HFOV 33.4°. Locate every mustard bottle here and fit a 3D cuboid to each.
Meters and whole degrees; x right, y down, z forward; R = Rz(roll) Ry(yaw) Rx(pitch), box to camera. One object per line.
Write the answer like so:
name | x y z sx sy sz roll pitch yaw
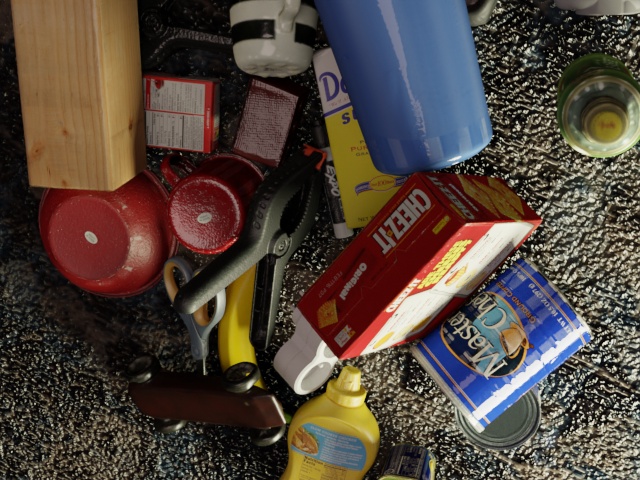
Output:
mustard bottle | 0.011 0.220 1.122 0.096 0.058 0.192 17 108 9

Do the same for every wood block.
wood block | -0.227 -0.160 1.018 0.090 0.090 0.206 4 110 13

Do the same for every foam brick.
foam brick | -0.049 -0.119 1.046 0.051 0.053 0.078 20 109 7

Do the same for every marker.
marker | 0.011 -0.062 1.065 0.020 0.020 0.121 -11 103 15

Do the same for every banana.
banana | -0.074 0.101 1.123 0.069 0.037 0.198 -7 105 -3

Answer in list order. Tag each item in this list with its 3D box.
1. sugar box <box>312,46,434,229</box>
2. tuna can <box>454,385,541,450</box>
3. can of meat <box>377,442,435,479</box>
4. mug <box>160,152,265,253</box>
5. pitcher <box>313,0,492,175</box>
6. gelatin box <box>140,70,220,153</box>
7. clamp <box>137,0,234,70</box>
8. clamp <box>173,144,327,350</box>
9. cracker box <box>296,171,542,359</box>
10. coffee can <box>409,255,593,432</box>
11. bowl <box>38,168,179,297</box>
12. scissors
sugar box | 0.055 -0.106 1.029 0.093 0.048 0.176 -9 104 16
tuna can | 0.180 0.167 1.081 0.086 0.033 0.086 3 106 12
can of meat | 0.087 0.272 1.105 0.057 0.084 0.102 7 106 11
mug | -0.112 -0.043 1.065 0.117 0.081 0.093 45 110 -2
pitcher | 0.060 -0.185 0.910 0.145 0.149 0.243 -12 107 20
gelatin box | -0.147 -0.130 1.077 0.089 0.030 0.073 7 108 11
clamp | -0.157 -0.227 1.050 0.171 0.039 0.120 -11 91 13
clamp | -0.057 0.001 1.027 0.036 0.164 0.210 25 91 30
cracker box | 0.095 0.018 0.964 0.072 0.213 0.164 48 112 19
coffee can | 0.170 0.098 1.009 0.140 0.103 0.103 -40 94 2
bowl | -0.232 -0.009 1.117 0.162 0.055 0.162 3 106 11
scissors | -0.140 0.099 1.139 0.096 0.016 0.202 38 132 29
